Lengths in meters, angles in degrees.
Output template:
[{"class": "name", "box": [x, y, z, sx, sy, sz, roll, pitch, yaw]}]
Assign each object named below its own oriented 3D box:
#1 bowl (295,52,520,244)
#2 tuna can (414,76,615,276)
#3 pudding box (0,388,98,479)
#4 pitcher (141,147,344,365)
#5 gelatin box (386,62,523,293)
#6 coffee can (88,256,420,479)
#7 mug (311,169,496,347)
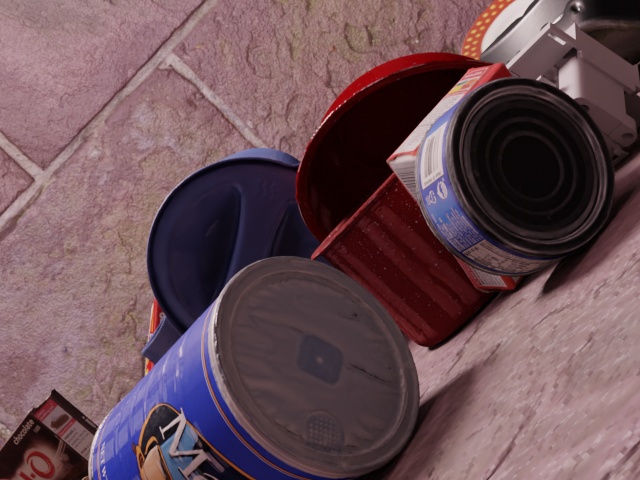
[{"class": "bowl", "box": [0.059, -0.058, 0.652, 0.162, 0.161, 0.055, -46, 39, 28]}, {"class": "tuna can", "box": [0.088, -0.029, 0.478, 0.086, 0.086, 0.034, -47, 3, -25]}, {"class": "pudding box", "box": [-0.204, 0.180, 0.821, 0.114, 0.090, 0.039, -49, 3, 32]}, {"class": "pitcher", "box": [-0.055, 0.001, 0.798, 0.149, 0.145, 0.243, -5, 9, 0]}, {"class": "gelatin box", "box": [0.084, -0.030, 0.528, 0.073, 0.089, 0.030, -48, 23, -25]}, {"class": "coffee can", "box": [-0.035, 0.086, 0.500, 0.141, 0.103, 0.102, -45, 2, 43]}, {"class": "mug", "box": [0.063, -0.005, 0.585, 0.117, 0.081, 0.093, -47, 1, -8]}]
